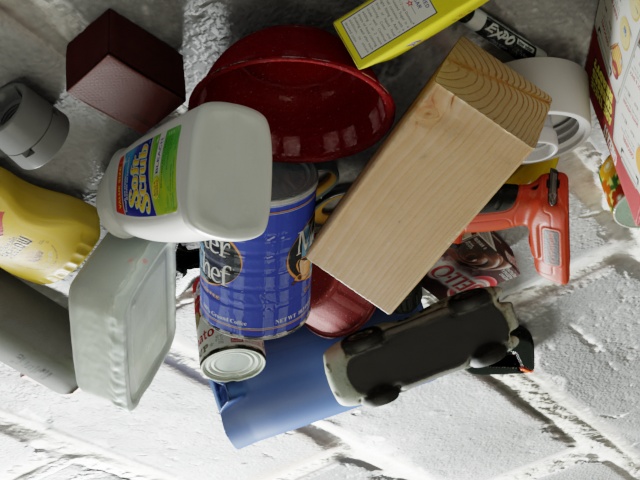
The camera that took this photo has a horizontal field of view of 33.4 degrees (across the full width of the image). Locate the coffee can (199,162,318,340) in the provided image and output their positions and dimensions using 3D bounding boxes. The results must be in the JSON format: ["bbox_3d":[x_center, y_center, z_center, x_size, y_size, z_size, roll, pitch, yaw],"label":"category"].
[{"bbox_3d":[-0.056,0.001,0.937,0.102,0.103,0.140,-3,122,-10],"label":"coffee can"}]

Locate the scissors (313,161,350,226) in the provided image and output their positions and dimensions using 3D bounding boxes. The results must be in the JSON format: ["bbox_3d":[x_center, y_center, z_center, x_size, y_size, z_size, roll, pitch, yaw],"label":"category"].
[{"bbox_3d":[-0.034,-0.010,1.042,0.096,0.016,0.202,15,138,-32],"label":"scissors"}]

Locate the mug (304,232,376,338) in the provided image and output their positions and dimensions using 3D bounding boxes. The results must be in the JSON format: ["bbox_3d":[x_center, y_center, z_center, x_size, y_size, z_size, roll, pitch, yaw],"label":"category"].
[{"bbox_3d":[-0.011,0.042,1.051,0.117,0.093,0.081,0,162,28],"label":"mug"}]

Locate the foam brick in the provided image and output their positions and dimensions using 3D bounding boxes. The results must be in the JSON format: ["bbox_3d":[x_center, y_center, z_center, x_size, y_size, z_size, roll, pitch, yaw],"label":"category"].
[{"bbox_3d":[-0.149,-0.128,0.816,0.053,0.051,0.078,-32,139,29],"label":"foam brick"}]

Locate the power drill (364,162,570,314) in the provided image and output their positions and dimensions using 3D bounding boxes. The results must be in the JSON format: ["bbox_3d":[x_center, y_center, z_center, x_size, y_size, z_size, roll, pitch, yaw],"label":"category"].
[{"bbox_3d":[0.136,0.001,0.990,0.188,0.057,0.184,0,133,13],"label":"power drill"}]

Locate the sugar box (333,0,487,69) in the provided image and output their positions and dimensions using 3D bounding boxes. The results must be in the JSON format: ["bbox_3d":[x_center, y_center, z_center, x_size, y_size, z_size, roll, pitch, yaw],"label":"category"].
[{"bbox_3d":[0.103,-0.186,0.764,0.176,0.048,0.093,-26,-175,25],"label":"sugar box"}]

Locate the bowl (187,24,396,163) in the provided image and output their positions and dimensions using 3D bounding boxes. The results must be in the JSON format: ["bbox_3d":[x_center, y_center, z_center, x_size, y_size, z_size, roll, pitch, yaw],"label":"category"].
[{"bbox_3d":[-0.022,-0.121,0.836,0.162,0.055,0.162,1,157,0],"label":"bowl"}]

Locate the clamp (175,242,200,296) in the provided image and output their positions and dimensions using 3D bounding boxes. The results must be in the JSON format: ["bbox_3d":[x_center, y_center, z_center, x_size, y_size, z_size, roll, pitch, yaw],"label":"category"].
[{"bbox_3d":[-0.145,0.011,1.025,0.172,0.039,0.120,-24,129,23],"label":"clamp"}]

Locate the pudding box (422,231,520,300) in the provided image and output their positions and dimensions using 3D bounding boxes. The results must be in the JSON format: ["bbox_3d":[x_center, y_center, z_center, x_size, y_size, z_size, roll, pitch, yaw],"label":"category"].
[{"bbox_3d":[0.143,0.020,1.107,0.090,0.039,0.113,-27,142,22],"label":"pudding box"}]

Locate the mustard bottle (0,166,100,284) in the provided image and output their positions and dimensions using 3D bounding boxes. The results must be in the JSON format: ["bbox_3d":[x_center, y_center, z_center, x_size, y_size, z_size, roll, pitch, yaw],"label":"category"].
[{"bbox_3d":[-0.292,-0.025,0.920,0.096,0.058,0.191,-34,138,30],"label":"mustard bottle"}]

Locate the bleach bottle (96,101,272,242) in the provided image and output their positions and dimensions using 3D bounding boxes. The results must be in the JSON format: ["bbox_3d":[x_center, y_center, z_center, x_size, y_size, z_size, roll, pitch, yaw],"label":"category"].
[{"bbox_3d":[-0.125,-0.037,0.854,0.068,0.102,0.251,8,170,-30],"label":"bleach bottle"}]

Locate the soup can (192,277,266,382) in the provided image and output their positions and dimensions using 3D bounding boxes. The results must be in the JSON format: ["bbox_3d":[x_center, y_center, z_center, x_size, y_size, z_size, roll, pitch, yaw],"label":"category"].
[{"bbox_3d":[-0.093,0.084,1.082,0.068,0.102,0.068,-6,144,-5],"label":"soup can"}]

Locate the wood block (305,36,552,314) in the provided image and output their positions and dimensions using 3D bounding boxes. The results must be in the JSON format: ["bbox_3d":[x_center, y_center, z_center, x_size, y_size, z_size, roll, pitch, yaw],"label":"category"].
[{"bbox_3d":[0.084,-0.049,0.865,0.091,0.090,0.206,35,128,-2],"label":"wood block"}]

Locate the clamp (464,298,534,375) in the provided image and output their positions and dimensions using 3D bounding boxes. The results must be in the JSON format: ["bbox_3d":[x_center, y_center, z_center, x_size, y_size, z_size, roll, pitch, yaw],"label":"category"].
[{"bbox_3d":[0.194,0.116,1.257,0.209,0.036,0.165,18,137,-37],"label":"clamp"}]

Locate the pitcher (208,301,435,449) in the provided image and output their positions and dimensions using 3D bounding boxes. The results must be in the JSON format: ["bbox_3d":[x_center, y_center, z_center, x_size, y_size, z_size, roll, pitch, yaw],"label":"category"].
[{"bbox_3d":[0.002,0.130,1.167,0.243,0.149,0.145,-16,130,3],"label":"pitcher"}]

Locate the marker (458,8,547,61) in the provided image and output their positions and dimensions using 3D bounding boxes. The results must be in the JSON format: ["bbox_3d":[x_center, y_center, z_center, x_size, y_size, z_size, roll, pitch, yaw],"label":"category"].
[{"bbox_3d":[0.139,-0.168,0.859,0.120,0.020,0.020,22,134,-38],"label":"marker"}]
